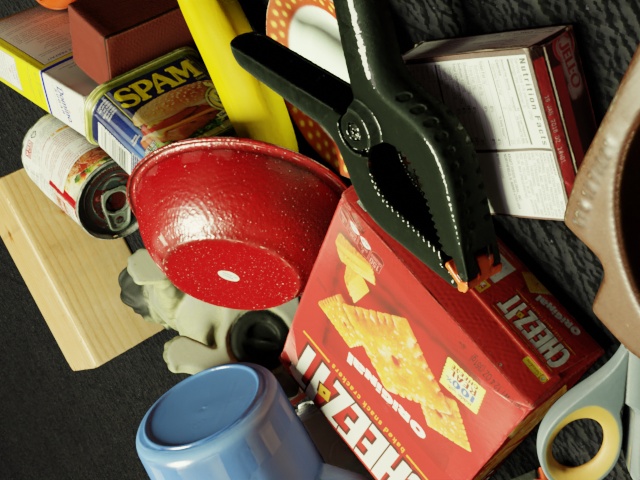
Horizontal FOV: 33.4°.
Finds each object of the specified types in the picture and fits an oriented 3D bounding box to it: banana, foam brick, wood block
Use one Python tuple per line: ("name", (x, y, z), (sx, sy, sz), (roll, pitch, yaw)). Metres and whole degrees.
("banana", (-0.059, -0.117, 0.707), (0.198, 0.037, 0.070), (67, 166, -1))
("foam brick", (-0.136, -0.151, 0.775), (0.051, 0.078, 0.053), (41, 145, 28))
("wood block", (-0.251, 0.020, 1.086), (0.091, 0.090, 0.206), (-16, 102, 61))

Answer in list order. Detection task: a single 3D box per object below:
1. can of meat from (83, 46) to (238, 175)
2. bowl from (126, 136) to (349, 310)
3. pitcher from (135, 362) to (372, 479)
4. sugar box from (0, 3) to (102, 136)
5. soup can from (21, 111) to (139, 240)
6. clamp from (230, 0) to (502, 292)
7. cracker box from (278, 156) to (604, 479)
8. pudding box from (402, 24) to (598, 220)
("can of meat", (-0.103, -0.081, 0.763), (0.084, 0.101, 0.057), (43, 146, 24))
("bowl", (-0.055, 0.001, 0.711), (0.162, 0.055, 0.162), (6, 148, 4))
("pitcher", (-0.026, 0.210, 0.777), (0.145, 0.149, 0.243), (23, 142, 58))
("sugar box", (-0.192, -0.141, 0.853), (0.176, 0.093, 0.048), (34, 142, 38))
("soup can", (-0.180, -0.053, 0.825), (0.102, 0.068, 0.068), (37, 143, 41))
("clamp", (0.031, -0.072, 0.552), (0.210, 0.036, 0.165), (55, 153, 13))
("cracker box", (0.061, 0.073, 0.676), (0.164, 0.072, 0.214), (49, 149, 19))
("pudding box", (0.089, -0.060, 0.553), (0.114, 0.039, 0.090), (7, 120, 53))
